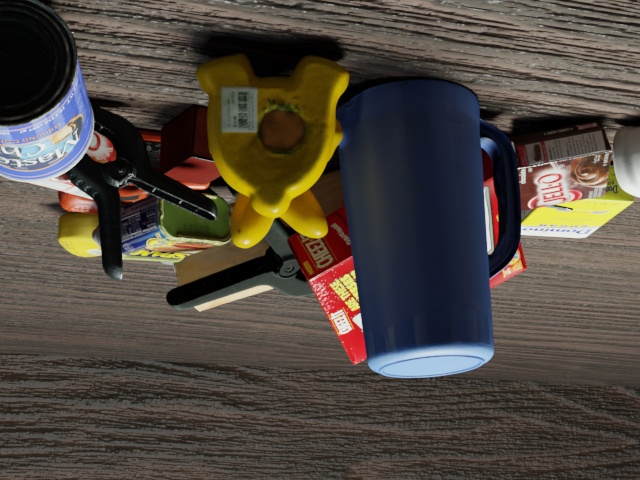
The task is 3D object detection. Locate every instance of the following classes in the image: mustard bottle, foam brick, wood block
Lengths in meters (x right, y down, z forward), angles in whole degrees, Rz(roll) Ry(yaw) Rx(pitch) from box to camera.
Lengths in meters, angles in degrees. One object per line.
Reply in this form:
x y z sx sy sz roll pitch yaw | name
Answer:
-0.227 -0.014 1.345 0.192 0.058 0.096 -4 167 22 | mustard bottle
-0.115 -0.090 1.021 0.051 0.053 0.078 9 165 -30 | foam brick
-0.058 0.001 1.197 0.206 0.090 0.091 -17 166 2 | wood block

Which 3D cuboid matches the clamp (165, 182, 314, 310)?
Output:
-0.038 0.010 1.087 0.209 0.036 0.165 2 133 -29 | clamp

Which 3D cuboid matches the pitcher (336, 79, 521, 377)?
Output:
0.095 -0.008 0.936 0.149 0.243 0.144 -11 161 20 | pitcher

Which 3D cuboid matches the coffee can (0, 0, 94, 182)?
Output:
-0.232 -0.113 0.823 0.102 0.103 0.140 3 167 -6 | coffee can

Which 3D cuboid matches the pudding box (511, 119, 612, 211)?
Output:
0.233 -0.071 1.042 0.090 0.039 0.113 -11 156 7 | pudding box

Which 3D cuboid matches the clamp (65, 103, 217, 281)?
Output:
-0.189 -0.050 0.973 0.171 0.120 0.039 46 151 0 | clamp

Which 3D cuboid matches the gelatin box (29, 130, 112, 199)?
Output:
-0.240 -0.085 1.010 0.030 0.073 0.089 -13 160 43 | gelatin box

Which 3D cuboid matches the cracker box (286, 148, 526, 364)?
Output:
0.092 0.012 1.084 0.213 0.072 0.164 -29 139 -2 | cracker box

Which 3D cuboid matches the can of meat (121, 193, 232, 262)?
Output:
-0.152 -0.015 1.091 0.084 0.057 0.101 -17 165 41 | can of meat

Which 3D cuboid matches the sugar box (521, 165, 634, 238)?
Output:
0.280 -0.042 1.201 0.093 0.048 0.176 4 165 -1 | sugar box

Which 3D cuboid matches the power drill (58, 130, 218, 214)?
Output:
-0.176 -0.061 1.144 0.184 0.057 0.188 3 166 -22 | power drill
